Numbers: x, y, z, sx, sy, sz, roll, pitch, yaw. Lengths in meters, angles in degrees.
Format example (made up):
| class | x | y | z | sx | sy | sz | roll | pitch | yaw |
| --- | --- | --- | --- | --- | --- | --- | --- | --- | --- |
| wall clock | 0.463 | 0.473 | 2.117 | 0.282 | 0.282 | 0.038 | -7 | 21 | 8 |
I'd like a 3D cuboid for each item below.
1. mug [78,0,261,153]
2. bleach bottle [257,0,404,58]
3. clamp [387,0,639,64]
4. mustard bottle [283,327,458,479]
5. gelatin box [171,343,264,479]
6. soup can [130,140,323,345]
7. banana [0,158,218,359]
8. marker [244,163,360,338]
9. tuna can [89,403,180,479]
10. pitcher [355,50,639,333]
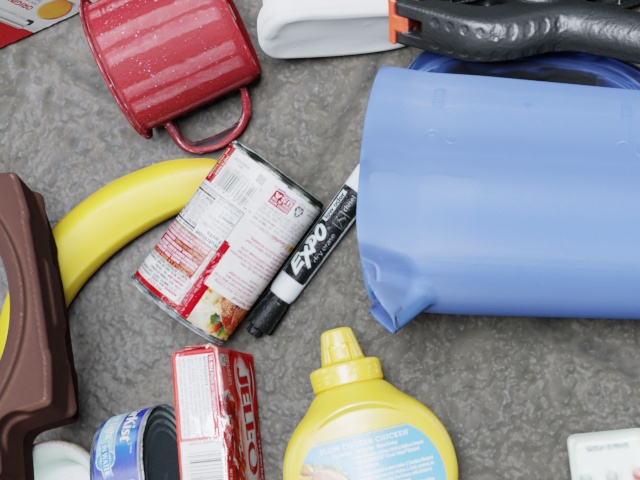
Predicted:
| class | x | y | z | sx | sy | sz | roll | pitch | yaw |
| --- | --- | --- | --- | --- | --- | --- | --- | --- | --- |
| mug | -0.083 | -0.109 | 0.647 | 0.081 | 0.093 | 0.117 | -24 | 107 | 4 |
| bleach bottle | 0.000 | -0.240 | 0.649 | 0.102 | 0.068 | 0.251 | -5 | 77 | -8 |
| clamp | 0.125 | -0.128 | 0.585 | 0.171 | 0.120 | 0.039 | 7 | 119 | 11 |
| mustard bottle | 0.031 | 0.142 | 0.586 | 0.096 | 0.058 | 0.191 | -14 | 78 | 0 |
| gelatin box | -0.056 | 0.106 | 0.606 | 0.030 | 0.073 | 0.089 | -8 | 78 | 11 |
| soup can | -0.054 | 0.001 | 0.625 | 0.068 | 0.068 | 0.102 | 36 | 90 | 16 |
| banana | -0.142 | 0.014 | 0.663 | 0.069 | 0.037 | 0.198 | 38 | 92 | 2 |
| marker | -0.005 | 0.008 | 0.637 | 0.020 | 0.020 | 0.121 | 37 | 91 | 16 |
| tuna can | -0.096 | 0.138 | 0.604 | 0.034 | 0.086 | 0.086 | -15 | 78 | 13 |
| pitcher | 0.143 | -0.028 | 0.559 | 0.243 | 0.145 | 0.149 | 4 | 100 | 10 |
